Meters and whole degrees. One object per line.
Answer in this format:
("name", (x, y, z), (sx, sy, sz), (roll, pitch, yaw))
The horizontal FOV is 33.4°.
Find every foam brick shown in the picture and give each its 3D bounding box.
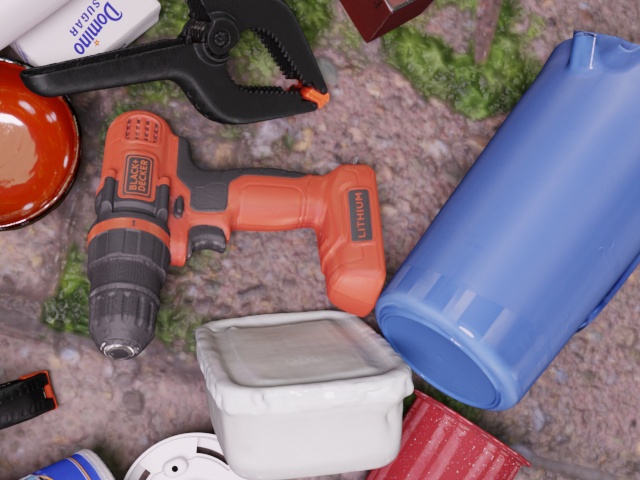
("foam brick", (0.049, -0.181, 0.748), (0.051, 0.078, 0.053), (-31, 92, -12))

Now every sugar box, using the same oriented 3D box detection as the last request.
("sugar box", (-0.201, -0.191, 0.722), (0.093, 0.048, 0.176), (-42, 95, -13))

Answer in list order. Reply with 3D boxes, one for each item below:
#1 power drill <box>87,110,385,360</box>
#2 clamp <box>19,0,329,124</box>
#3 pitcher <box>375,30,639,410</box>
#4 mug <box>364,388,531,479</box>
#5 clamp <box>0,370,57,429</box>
("power drill", (-0.055, 0.001, 0.689), (0.187, 0.057, 0.184), (8, 53, -13))
("clamp", (-0.073, -0.144, 0.690), (0.209, 0.036, 0.164), (16, 97, -38))
("pitcher", (0.150, -0.004, 0.706), (0.149, 0.145, 0.242), (40, 70, 2))
("mug", (0.086, 0.163, 0.719), (0.117, 0.093, 0.081), (39, 82, -41))
("clamp", (-0.242, 0.115, 0.651), (0.120, 0.171, 0.039), (-8, 90, 31))
